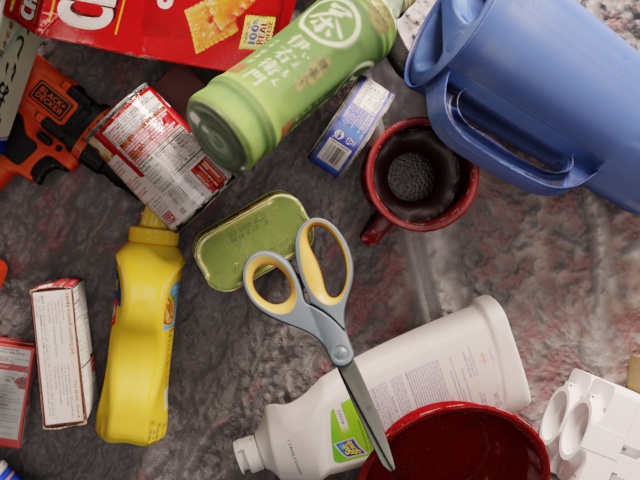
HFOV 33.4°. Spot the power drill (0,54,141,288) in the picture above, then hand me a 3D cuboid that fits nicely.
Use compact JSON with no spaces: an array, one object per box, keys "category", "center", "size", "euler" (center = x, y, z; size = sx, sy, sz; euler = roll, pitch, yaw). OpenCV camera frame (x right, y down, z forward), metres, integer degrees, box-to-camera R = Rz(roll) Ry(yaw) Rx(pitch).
[{"category":"power drill","center":[-0.241,-0.044,0.881],"size":[0.184,0.057,0.187],"euler":[39,86,-1]}]

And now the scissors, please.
[{"category":"scissors","center":[-0.005,0.083,0.824],"size":[0.096,0.016,0.202],"euler":[-9,82,2]}]

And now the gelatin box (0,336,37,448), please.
[{"category":"gelatin box","center":[-0.279,0.124,0.896],"size":[0.073,0.030,0.089],"euler":[9,91,-4]}]

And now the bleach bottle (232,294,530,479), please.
[{"category":"bleach bottle","center":[0.045,0.135,0.908],"size":[0.251,0.068,0.102],"euler":[-19,101,-2]}]

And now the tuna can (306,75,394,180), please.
[{"category":"tuna can","center":[0.024,-0.094,0.887],"size":[0.033,0.086,0.086],"euler":[33,89,-4]}]

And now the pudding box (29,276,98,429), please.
[{"category":"pudding box","center":[-0.209,0.089,0.870],"size":[0.039,0.090,0.113],"euler":[-7,93,-6]}]

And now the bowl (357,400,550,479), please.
[{"category":"bowl","center":[0.102,0.188,0.871],"size":[0.162,0.055,0.162],"euler":[-4,116,-8]}]

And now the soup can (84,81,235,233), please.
[{"category":"soup can","center":[-0.125,-0.064,0.836],"size":[0.068,0.068,0.102],"euler":[-43,97,-2]}]

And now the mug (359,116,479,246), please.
[{"category":"mug","center":[0.072,-0.044,0.894],"size":[0.093,0.081,0.117],"euler":[34,89,-5]}]

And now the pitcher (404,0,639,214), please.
[{"category":"pitcher","center":[0.195,-0.113,0.865],"size":[0.242,0.145,0.149],"euler":[30,105,-17]}]

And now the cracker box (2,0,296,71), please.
[{"category":"cracker box","center":[-0.110,-0.220,0.803],"size":[0.213,0.072,0.164],"euler":[3,111,-41]}]

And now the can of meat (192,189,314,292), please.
[{"category":"can of meat","center":[-0.056,0.001,0.884],"size":[0.102,0.084,0.057],"euler":[-30,95,-3]}]

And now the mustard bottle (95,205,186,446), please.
[{"category":"mustard bottle","center":[-0.144,0.065,0.872],"size":[0.058,0.096,0.191],"euler":[7,92,-3]}]

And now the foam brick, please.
[{"category":"foam brick","center":[-0.107,-0.104,0.892],"size":[0.053,0.051,0.078],"euler":[-44,95,-1]}]
